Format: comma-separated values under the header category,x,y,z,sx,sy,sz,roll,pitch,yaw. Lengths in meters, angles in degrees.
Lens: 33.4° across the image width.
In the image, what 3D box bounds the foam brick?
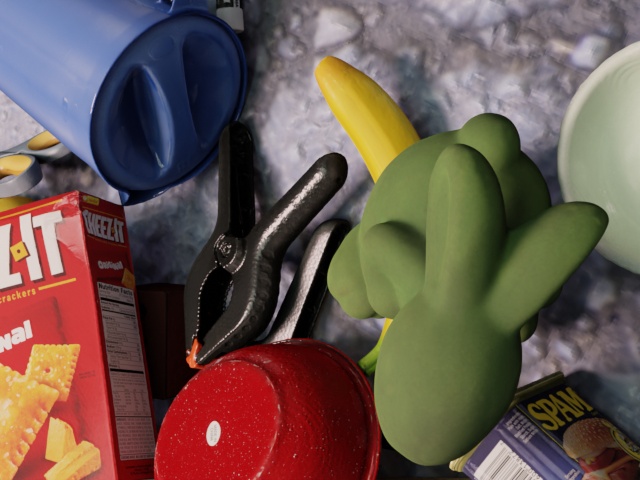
category,x,y,z,sx,sy,sz,roll,pitch,yaw
foam brick,-0.115,0.071,0.772,0.053,0.051,0.078,1,92,34

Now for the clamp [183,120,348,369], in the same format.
category,x,y,z,sx,sy,sz,roll,pitch,yaw
clamp,-0.055,0.001,0.718,0.120,0.039,0.171,36,101,50

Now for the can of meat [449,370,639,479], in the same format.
category,x,y,z,sx,sy,sz,roll,pitch,yaw
can of meat,0.132,0.124,0.576,0.084,0.101,0.057,43,113,24

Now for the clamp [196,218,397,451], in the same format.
category,x,y,z,sx,sy,sz,roll,pitch,yaw
clamp,-0.020,0.108,0.717,0.210,0.036,0.165,-40,69,25

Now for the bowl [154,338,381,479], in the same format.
category,x,y,z,sx,sy,sz,roll,pitch,yaw
bowl,-0.046,0.124,0.636,0.162,0.055,0.162,-20,52,28

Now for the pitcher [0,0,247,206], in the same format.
category,x,y,z,sx,sy,sz,roll,pitch,yaw
pitcher,-0.174,-0.151,0.763,0.243,0.145,0.149,34,76,32

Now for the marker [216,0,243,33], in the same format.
category,x,y,z,sx,sy,sz,roll,pitch,yaw
marker,-0.066,-0.207,0.749,0.020,0.020,0.121,-3,90,35

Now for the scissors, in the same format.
category,x,y,z,sx,sy,sz,roll,pitch,yaw
scissors,-0.254,-0.073,0.876,0.202,0.096,0.016,25,146,58

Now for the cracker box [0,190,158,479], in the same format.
category,x,y,z,sx,sy,sz,roll,pitch,yaw
cracker box,-0.206,0.090,0.730,0.164,0.072,0.214,-14,77,16

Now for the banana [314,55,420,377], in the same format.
category,x,y,z,sx,sy,sz,roll,pitch,yaw
banana,0.045,-0.019,0.653,0.037,0.069,0.198,166,96,-71
